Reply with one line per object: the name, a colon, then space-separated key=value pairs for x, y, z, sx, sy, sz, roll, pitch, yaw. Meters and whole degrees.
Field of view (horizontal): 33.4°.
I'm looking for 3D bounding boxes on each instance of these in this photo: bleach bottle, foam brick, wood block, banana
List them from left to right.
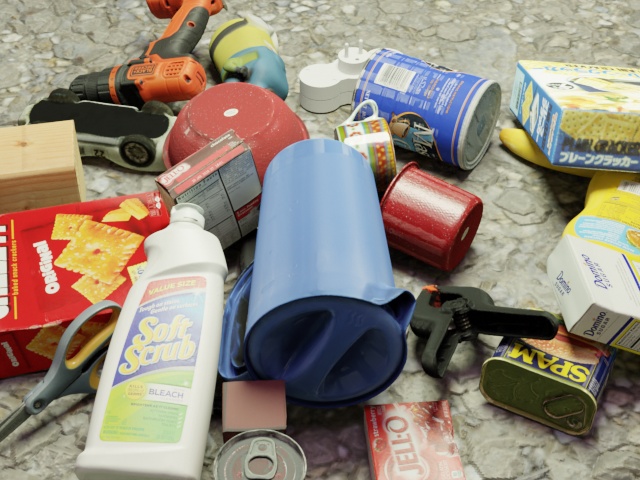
wood block: x=-0.353 y=-0.055 z=1.109 sx=0.206 sy=0.090 sz=0.091 roll=-8 pitch=41 yaw=-8
bleach bottle: x=-0.136 y=0.083 z=0.905 sx=0.102 sy=0.068 sz=0.251 roll=4 pitch=63 yaw=1
foam brick: x=-0.053 y=0.159 z=0.874 sx=0.051 sy=0.078 sz=0.053 roll=-2 pitch=44 yaw=-3
banana: x=0.298 y=-0.094 z=1.193 sx=0.198 sy=0.037 sz=0.069 roll=8 pitch=22 yaw=7

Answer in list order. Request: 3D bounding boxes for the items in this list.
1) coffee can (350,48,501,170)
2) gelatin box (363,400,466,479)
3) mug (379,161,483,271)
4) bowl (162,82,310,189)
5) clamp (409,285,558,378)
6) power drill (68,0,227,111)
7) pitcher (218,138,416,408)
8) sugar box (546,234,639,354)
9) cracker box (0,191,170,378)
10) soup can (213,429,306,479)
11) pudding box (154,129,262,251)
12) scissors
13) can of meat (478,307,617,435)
coffee can: x=0.119 y=-0.149 z=1.203 sx=0.140 sy=0.103 sz=0.102 roll=21 pitch=46 yaw=23
gelatin box: x=0.077 y=0.176 z=0.888 sx=0.073 sy=0.030 sz=0.089 roll=-3 pitch=41 yaw=-3
mug: x=0.115 y=-0.021 z=1.080 sx=0.082 sy=0.093 sz=0.117 roll=26 pitch=11 yaw=20
bowl: x=-0.092 y=-0.119 z=1.139 sx=0.162 sy=0.055 sz=0.162 roll=-2 pitch=49 yaw=2
clamp: x=0.135 y=0.070 z=0.948 sx=0.120 sy=0.039 sz=0.171 roll=-10 pitch=17 yaw=-3
power drill: x=-0.202 y=-0.236 z=1.293 sx=0.185 sy=0.057 sz=0.187 roll=0 pitch=56 yaw=25
pitcher: x=-0.008 y=0.023 z=0.948 sx=0.149 sy=0.145 sz=0.243 roll=6 pitch=39 yaw=-7
sugar box: x=0.291 y=0.061 z=0.956 sx=0.176 sy=0.048 sz=0.093 roll=16 pitch=37 yaw=-18
cracker box: x=-0.240 y=0.038 z=1.016 sx=0.213 sy=0.072 sz=0.164 roll=-9 pitch=43 yaw=-10
soup can: x=-0.044 y=0.201 z=0.806 sx=0.068 sy=0.102 sz=0.068 roll=0 pitch=41 yaw=0
pudding box: x=-0.101 y=-0.040 z=1.027 sx=0.090 sy=0.113 sz=0.039 roll=-34 pitch=53 yaw=-15
scissors: x=-0.230 y=0.142 z=0.928 sx=0.016 sy=0.096 sz=0.201 roll=31 pitch=81 yaw=41
can of meat: x=0.203 y=0.112 z=0.942 sx=0.102 sy=0.057 sz=0.083 roll=20 pitch=42 yaw=20
